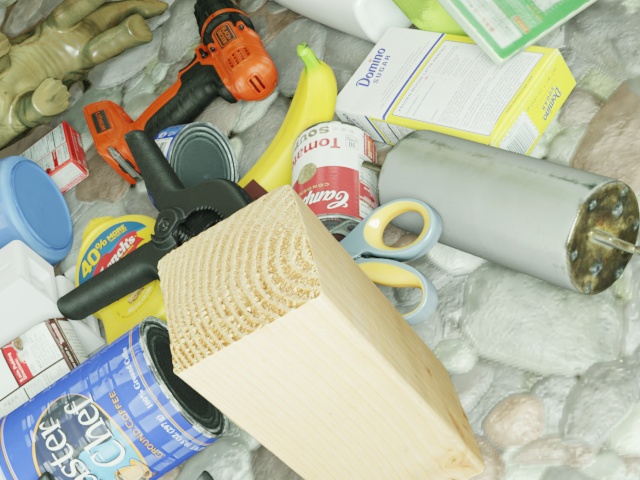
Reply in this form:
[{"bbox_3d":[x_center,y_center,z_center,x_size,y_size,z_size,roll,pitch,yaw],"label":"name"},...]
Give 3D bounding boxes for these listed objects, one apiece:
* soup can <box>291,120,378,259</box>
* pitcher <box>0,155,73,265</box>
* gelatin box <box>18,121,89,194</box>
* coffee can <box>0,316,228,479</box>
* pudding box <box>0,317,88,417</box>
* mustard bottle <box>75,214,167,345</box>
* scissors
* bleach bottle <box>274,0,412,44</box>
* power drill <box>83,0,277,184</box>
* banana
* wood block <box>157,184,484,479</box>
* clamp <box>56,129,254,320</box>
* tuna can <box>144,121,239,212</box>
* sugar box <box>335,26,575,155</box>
[{"bbox_3d":[0.011,-0.034,0.816,0.069,0.068,0.102,-20,46,23],"label":"soup can"},{"bbox_3d":[-0.363,0.020,1.009,0.243,0.144,0.149,-24,74,15],"label":"pitcher"},{"bbox_3d":[-0.282,-0.071,1.096,0.089,0.030,0.073,-35,41,8],"label":"gelatin box"},{"bbox_3d":[-0.152,0.135,0.771,0.140,0.102,0.103,-34,42,8],"label":"coffee can"},{"bbox_3d":[-0.235,0.127,0.860,0.113,0.039,0.090,-34,78,11],"label":"pudding box"},{"bbox_3d":[-0.157,0.031,0.895,0.096,0.058,0.192,-48,41,1],"label":"mustard bottle"},{"bbox_3d":[0.005,0.002,0.745,0.202,0.016,0.096,21,83,41],"label":"scissors"},{"bbox_3d":[0.005,-0.260,1.013,0.102,0.068,0.251,-47,40,-6],"label":"bleach bottle"},{"bbox_3d":[-0.140,-0.154,1.037,0.188,0.057,0.184,-38,39,7],"label":"power drill"},{"bbox_3d":[-0.036,-0.073,0.870,0.198,0.069,0.037,-60,39,25],"label":"banana"},{"bbox_3d":[0.005,0.075,0.625,0.091,0.206,0.090,-31,43,12],"label":"wood block"},{"bbox_3d":[-0.108,-0.014,0.810,0.210,0.036,0.164,0,69,39],"label":"clamp"},{"bbox_3d":[-0.110,-0.058,0.913,0.034,0.086,0.086,-2,55,37],"label":"tuna can"},{"bbox_3d":[0.099,-0.113,0.833,0.176,0.048,0.093,20,69,49],"label":"sugar box"}]
